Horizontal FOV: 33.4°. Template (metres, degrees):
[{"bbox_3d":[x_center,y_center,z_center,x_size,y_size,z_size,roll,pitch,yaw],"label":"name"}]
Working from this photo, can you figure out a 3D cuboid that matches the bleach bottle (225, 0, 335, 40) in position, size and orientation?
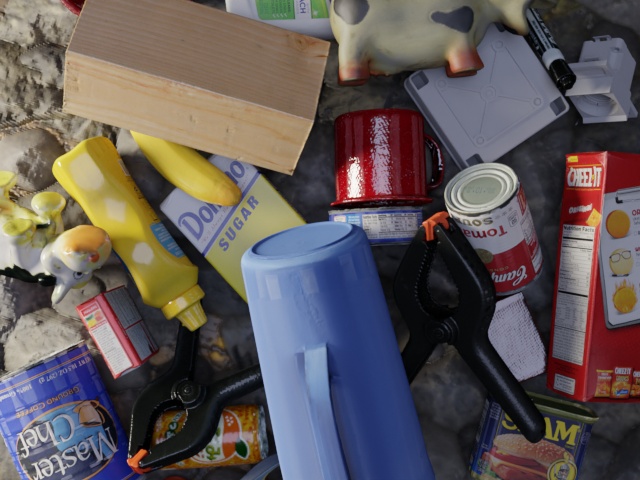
[{"bbox_3d":[0.039,-0.237,0.968,0.251,0.068,0.102,-6,94,-1],"label":"bleach bottle"}]

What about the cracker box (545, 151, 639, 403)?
[{"bbox_3d":[0.291,0.034,0.945,0.164,0.072,0.214,4,92,-21],"label":"cracker box"}]

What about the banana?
[{"bbox_3d":[-0.137,-0.104,0.963,0.070,0.037,0.198,-29,71,12],"label":"banana"}]

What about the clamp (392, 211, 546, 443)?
[{"bbox_3d":[0.120,0.080,0.931,0.165,0.036,0.210,10,114,29],"label":"clamp"}]

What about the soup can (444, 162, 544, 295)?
[{"bbox_3d":[0.154,-0.010,0.946,0.068,0.068,0.102,-24,129,2],"label":"soup can"}]

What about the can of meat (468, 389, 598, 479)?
[{"bbox_3d":[0.193,0.186,0.982,0.102,0.057,0.084,14,95,1],"label":"can of meat"}]

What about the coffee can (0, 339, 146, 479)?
[{"bbox_3d":[-0.233,0.174,0.969,0.103,0.103,0.140,-24,91,2],"label":"coffee can"}]

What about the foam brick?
[{"bbox_3d":[0.173,0.089,0.981,0.051,0.053,0.078,-24,90,2],"label":"foam brick"}]

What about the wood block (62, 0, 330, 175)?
[{"bbox_3d":[-0.106,-0.140,0.916,0.206,0.090,0.090,15,59,-7],"label":"wood block"}]

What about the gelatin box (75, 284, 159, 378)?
[{"bbox_3d":[-0.183,0.082,0.971,0.030,0.089,0.073,-29,91,3],"label":"gelatin box"}]

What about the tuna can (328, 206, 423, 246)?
[{"bbox_3d":[0.050,-0.012,0.962,0.086,0.086,0.034,-3,90,1],"label":"tuna can"}]

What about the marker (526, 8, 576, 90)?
[{"bbox_3d":[0.199,-0.176,0.949,0.020,0.020,0.121,-18,50,2],"label":"marker"}]

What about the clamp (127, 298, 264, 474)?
[{"bbox_3d":[-0.105,0.140,0.960,0.120,0.039,0.171,20,69,21],"label":"clamp"}]

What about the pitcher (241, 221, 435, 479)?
[{"bbox_3d":[0.010,0.115,0.899,0.144,0.149,0.243,-23,107,-34],"label":"pitcher"}]

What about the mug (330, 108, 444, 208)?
[{"bbox_3d":[0.064,-0.073,0.966,0.117,0.093,0.081,-1,87,-30],"label":"mug"}]

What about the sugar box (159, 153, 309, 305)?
[{"bbox_3d":[-0.057,0.001,0.986,0.093,0.048,0.176,-44,92,3],"label":"sugar box"}]

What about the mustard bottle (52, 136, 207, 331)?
[{"bbox_3d":[-0.163,-0.001,0.963,0.058,0.096,0.191,-35,91,-2],"label":"mustard bottle"}]
